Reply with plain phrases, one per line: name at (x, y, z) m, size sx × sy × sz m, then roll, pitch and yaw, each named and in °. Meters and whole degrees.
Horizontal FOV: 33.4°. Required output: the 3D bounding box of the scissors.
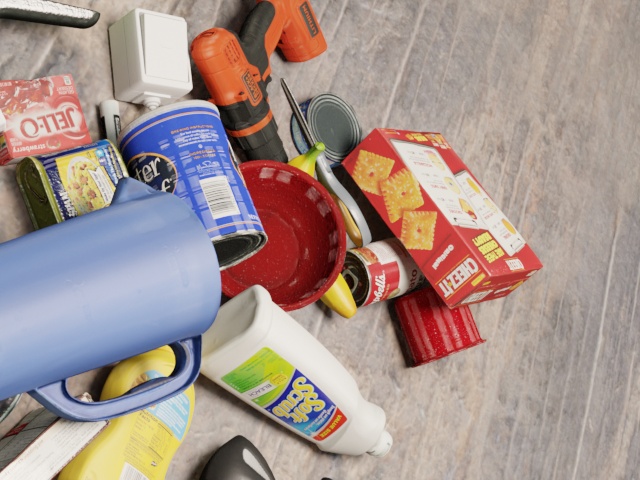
scissors at (-0.005, -0.079, 1.175) m, size 0.016 × 0.096 × 0.202 m, roll -31°, pitch 94°, yaw -20°

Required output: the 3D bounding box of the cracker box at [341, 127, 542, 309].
cracker box at (0.141, -0.028, 1.231) m, size 0.214 × 0.072 × 0.163 m, roll 55°, pitch 28°, yaw 18°

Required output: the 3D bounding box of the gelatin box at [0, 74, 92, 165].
gelatin box at (-0.263, -0.113, 0.992) m, size 0.089 × 0.030 × 0.073 m, roll -15°, pitch 86°, yaw -43°

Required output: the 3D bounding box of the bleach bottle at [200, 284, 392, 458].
bleach bottle at (-0.010, 0.149, 1.078) m, size 0.250 × 0.103 × 0.068 m, roll 39°, pitch 29°, yaw -31°

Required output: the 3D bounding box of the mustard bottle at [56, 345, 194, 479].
mustard bottle at (-0.162, 0.162, 0.969) m, size 0.096 × 0.058 × 0.191 m, roll 48°, pitch 49°, yaw -35°

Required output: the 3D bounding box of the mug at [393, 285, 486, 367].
mug at (0.139, 0.095, 1.253) m, size 0.081 × 0.093 × 0.117 m, roll 70°, pitch 15°, yaw 7°

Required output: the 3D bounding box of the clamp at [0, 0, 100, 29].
clamp at (-0.307, -0.221, 0.956) m, size 0.209 × 0.036 × 0.164 m, roll -45°, pitch 113°, yaw -25°

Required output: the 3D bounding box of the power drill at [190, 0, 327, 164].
power drill at (-0.056, -0.184, 1.167) m, size 0.184 × 0.057 × 0.187 m, roll 65°, pitch 36°, yaw -35°

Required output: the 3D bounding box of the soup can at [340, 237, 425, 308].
soup can at (0.064, 0.035, 1.211) m, size 0.102 × 0.069 × 0.068 m, roll -13°, pitch 85°, yaw -44°

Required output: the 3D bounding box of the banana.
banana at (-0.009, -0.008, 1.157) m, size 0.037 × 0.070 × 0.198 m, roll -25°, pitch 109°, yaw -37°

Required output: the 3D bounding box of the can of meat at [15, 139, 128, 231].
can of meat at (-0.219, -0.036, 0.978) m, size 0.083 × 0.058 × 0.102 m, roll -21°, pitch 90°, yaw -34°

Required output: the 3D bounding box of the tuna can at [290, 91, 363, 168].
tuna can at (0.007, -0.127, 1.237) m, size 0.086 × 0.034 × 0.086 m, roll 15°, pitch 66°, yaw -38°

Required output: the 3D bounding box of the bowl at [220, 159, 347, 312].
bowl at (-0.057, 0.001, 1.101) m, size 0.162 × 0.055 × 0.162 m, roll 6°, pitch 72°, yaw -17°

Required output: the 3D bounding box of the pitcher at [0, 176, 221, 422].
pitcher at (-0.204, 0.060, 0.847) m, size 0.242 × 0.145 × 0.149 m, roll -20°, pitch 48°, yaw -41°

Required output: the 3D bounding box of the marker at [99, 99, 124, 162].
marker at (-0.201, -0.077, 1.043) m, size 0.020 × 0.020 × 0.121 m, roll 1°, pitch 75°, yaw -42°

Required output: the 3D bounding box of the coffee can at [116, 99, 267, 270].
coffee can at (-0.122, -0.047, 1.009) m, size 0.102 × 0.103 × 0.140 m, roll -8°, pitch 70°, yaw -43°

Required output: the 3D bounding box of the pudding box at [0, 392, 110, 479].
pudding box at (-0.239, 0.178, 0.874) m, size 0.039 × 0.090 × 0.113 m, roll 55°, pitch 48°, yaw -13°
